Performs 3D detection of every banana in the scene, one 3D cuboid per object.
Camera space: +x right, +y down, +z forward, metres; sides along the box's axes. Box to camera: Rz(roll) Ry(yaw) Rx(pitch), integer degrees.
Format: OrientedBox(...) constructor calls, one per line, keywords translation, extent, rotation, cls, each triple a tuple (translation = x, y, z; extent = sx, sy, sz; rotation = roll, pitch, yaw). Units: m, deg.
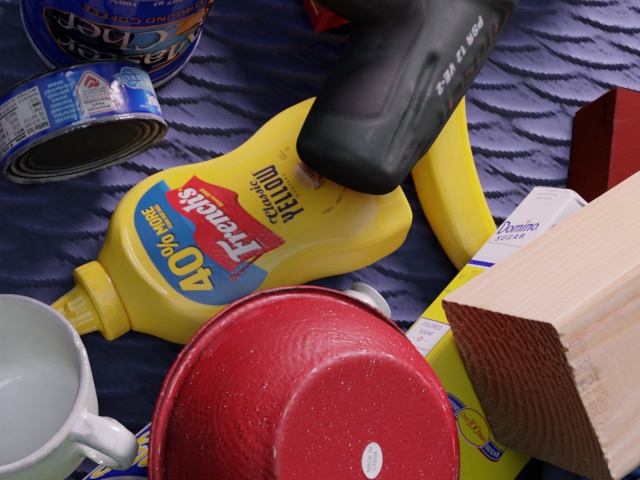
OrientedBox(translation=(0.080, -0.066, 0.629), extent=(0.069, 0.037, 0.198), rotation=(5, 77, -15), cls="banana")

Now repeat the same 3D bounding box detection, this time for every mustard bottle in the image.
OrientedBox(translation=(-0.054, 0.000, 0.565), extent=(0.191, 0.058, 0.096), rotation=(-28, 72, -18), cls="mustard bottle")

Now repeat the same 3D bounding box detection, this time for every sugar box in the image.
OrientedBox(translation=(0.102, 0.063, 0.588), extent=(0.176, 0.048, 0.093), rotation=(-46, 113, -13), cls="sugar box")

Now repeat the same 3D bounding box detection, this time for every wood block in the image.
OrientedBox(translation=(0.178, 0.024, 0.548), extent=(0.205, 0.091, 0.090), rotation=(-30, 106, -23), cls="wood block")

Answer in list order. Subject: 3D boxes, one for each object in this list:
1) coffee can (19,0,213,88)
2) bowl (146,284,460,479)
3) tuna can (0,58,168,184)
OrientedBox(translation=(-0.099, -0.145, 0.540), extent=(0.102, 0.140, 0.103), rotation=(3, 77, -15), cls="coffee can")
OrientedBox(translation=(0.007, 0.097, 0.478), extent=(0.161, 0.055, 0.162), rotation=(6, 78, -29), cls="bowl")
OrientedBox(translation=(-0.124, -0.060, 0.545), extent=(0.086, 0.086, 0.034), rotation=(-17, 82, -18), cls="tuna can")
